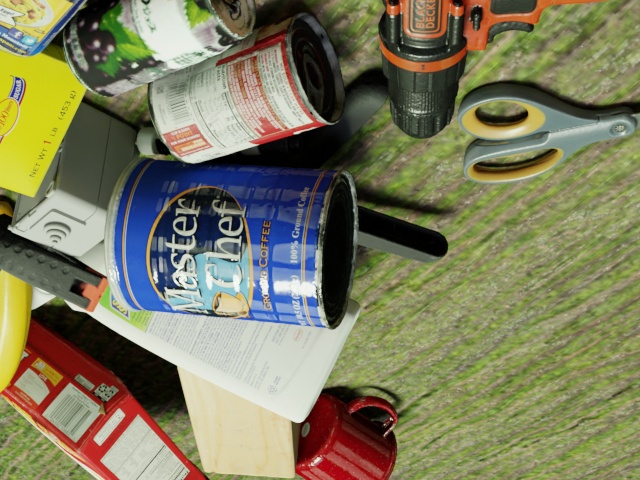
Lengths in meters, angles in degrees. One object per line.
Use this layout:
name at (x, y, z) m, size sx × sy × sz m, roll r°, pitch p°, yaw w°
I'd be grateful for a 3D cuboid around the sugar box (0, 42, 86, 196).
sugar box at (-0.234, -0.097, 0.627) m, size 0.175 × 0.048 × 0.093 m, roll 18°, pitch 108°, yaw -36°

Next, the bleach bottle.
bleach bottle at (-0.103, 0.037, 0.795) m, size 0.251 × 0.102 × 0.068 m, roll 27°, pitch -179°, yaw 6°

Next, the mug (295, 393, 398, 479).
mug at (0.022, 0.193, 1.032) m, size 0.117 × 0.093 × 0.081 m, roll -41°, pitch 123°, yaw 17°

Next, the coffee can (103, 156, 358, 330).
coffee can at (-0.055, 0.001, 0.691) m, size 0.140 × 0.102 × 0.103 m, roll 4°, pitch 146°, yaw 14°

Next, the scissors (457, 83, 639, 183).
scissors at (0.176, -0.084, 0.678) m, size 0.202 × 0.016 × 0.096 m, roll -19°, pitch 139°, yaw 29°

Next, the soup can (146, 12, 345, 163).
soup can at (-0.045, -0.090, 0.648) m, size 0.102 × 0.068 × 0.068 m, roll -14°, pitch 141°, yaw 25°

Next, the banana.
banana at (-0.260, 0.063, 0.844) m, size 0.070 × 0.037 × 0.198 m, roll 37°, pitch 123°, yaw 18°

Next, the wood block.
wood block at (-0.065, 0.122, 0.930) m, size 0.090 × 0.091 × 0.206 m, roll 3°, pitch 145°, yaw 3°

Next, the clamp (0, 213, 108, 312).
clamp at (-0.229, -0.003, 0.734) m, size 0.171 × 0.039 × 0.120 m, roll 25°, pitch -175°, yaw 13°

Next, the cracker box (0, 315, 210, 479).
cracker box at (-0.202, 0.169, 0.969) m, size 0.164 × 0.072 × 0.213 m, roll 28°, pitch 158°, yaw 33°

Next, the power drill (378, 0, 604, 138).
power drill at (0.126, -0.123, 0.593) m, size 0.187 × 0.057 × 0.184 m, roll 1°, pitch 145°, yaw 5°

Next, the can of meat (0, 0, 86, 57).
can of meat at (-0.175, -0.155, 0.582) m, size 0.102 × 0.057 × 0.084 m, roll 27°, pitch 140°, yaw -29°

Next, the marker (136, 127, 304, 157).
marker at (-0.066, -0.065, 0.705) m, size 0.121 × 0.020 × 0.020 m, roll 3°, pitch 147°, yaw 26°

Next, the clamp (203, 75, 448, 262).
clamp at (-0.018, -0.027, 0.756) m, size 0.210 × 0.036 × 0.164 m, roll -13°, pitch 132°, yaw 24°
